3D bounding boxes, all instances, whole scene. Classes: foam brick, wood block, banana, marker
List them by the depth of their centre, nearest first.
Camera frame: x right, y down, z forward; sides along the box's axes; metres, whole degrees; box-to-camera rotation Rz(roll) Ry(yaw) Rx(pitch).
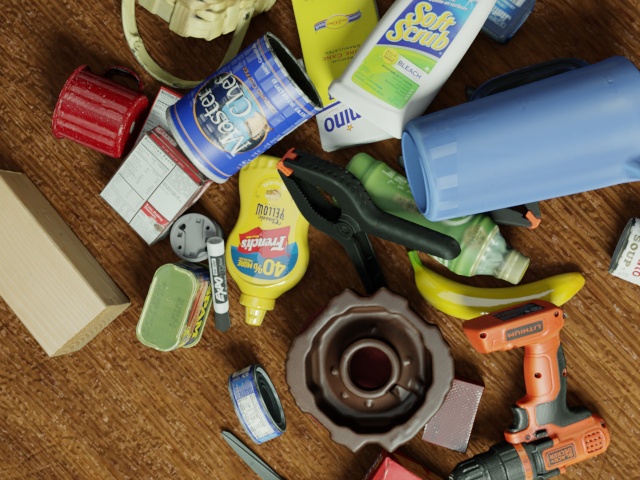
[{"bbox_3d":[0.189,0.057,1.181,0.198,0.037,0.069,8,92,10],"label":"banana"},{"bbox_3d":[0.147,0.188,1.182,0.053,0.051,0.078,16,93,10],"label":"foam brick"},{"bbox_3d":[-0.116,0.052,1.217,0.020,0.020,0.121,3,121,9],"label":"marker"},{"bbox_3d":[-0.330,0.026,1.244,0.091,0.090,0.206,-42,83,7],"label":"wood block"}]

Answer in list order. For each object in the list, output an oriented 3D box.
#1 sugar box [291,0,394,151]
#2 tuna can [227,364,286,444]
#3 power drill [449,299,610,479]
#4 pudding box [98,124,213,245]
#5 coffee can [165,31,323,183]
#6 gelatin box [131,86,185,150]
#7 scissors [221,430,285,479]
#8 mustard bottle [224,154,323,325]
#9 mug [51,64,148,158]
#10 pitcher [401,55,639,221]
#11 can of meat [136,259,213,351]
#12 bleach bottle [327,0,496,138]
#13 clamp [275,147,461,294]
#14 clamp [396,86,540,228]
[{"bbox_3d":[0.031,-0.196,1.203,0.093,0.048,0.176,-13,87,10],"label":"sugar box"},{"bbox_3d":[-0.071,0.184,1.202,0.034,0.086,0.086,-24,86,7],"label":"tuna can"},{"bbox_3d":[0.207,0.168,1.133,0.184,0.057,0.187,-17,102,-14],"label":"power drill"},{"bbox_3d":[-0.189,-0.062,1.222,0.090,0.039,0.114,45,119,3],"label":"pudding box"},{"bbox_3d":[-0.082,-0.143,1.157,0.140,0.102,0.103,-35,85,14],"label":"coffee can"},{"bbox_3d":[-0.169,-0.125,1.245,0.073,0.030,0.089,27,96,10],"label":"gelatin box"},{"bbox_3d":[-0.023,0.283,1.230,0.096,0.016,0.202,-33,86,7],"label":"scissors"},{"bbox_3d":[-0.058,0.001,1.213,0.096,0.058,0.191,12,93,11],"label":"mustard bottle"},{"bbox_3d":[-0.247,-0.154,1.237,0.081,0.093,0.117,23,58,4],"label":"mug"},{"bbox_3d":[0.210,-0.106,1.109,0.242,0.149,0.145,-14,96,-5],"label":"pitcher"},{"bbox_3d":[-0.164,0.074,1.218,0.057,0.084,0.102,19,93,9],"label":"can of meat"},{"bbox_3d":[0.116,-0.236,1.121,0.102,0.068,0.251,34,102,7],"label":"bleach bottle"},{"bbox_3d":[0.035,-0.014,1.153,0.210,0.165,0.036,38,54,2],"label":"clamp"},{"bbox_3d":[0.184,-0.085,1.182,0.171,0.039,0.120,36,101,4],"label":"clamp"}]
